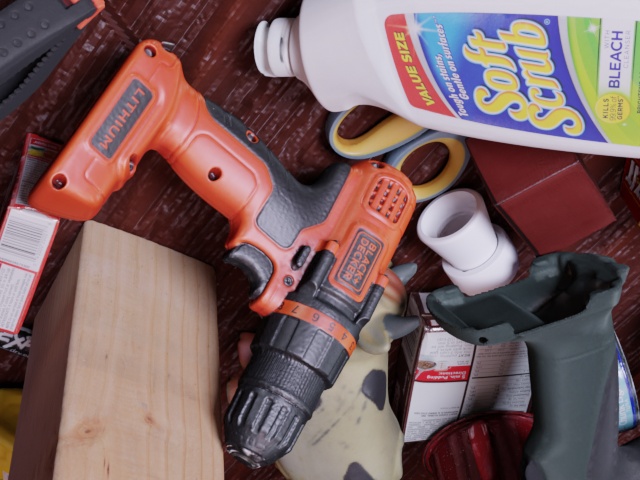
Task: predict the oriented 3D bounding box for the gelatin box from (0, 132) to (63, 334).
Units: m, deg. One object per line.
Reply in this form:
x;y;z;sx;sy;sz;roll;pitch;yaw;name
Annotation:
-0.168;-0.003;0.598;0.030;0.073;0.089;17;124;-18;gelatin box

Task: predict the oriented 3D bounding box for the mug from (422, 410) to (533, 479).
0.118;0.166;0.710;0.093;0.081;0.117;-15;136;6;mug

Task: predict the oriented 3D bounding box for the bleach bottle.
0.090;-0.089;0.535;0.251;0.068;0.102;3;125;18;bleach bottle

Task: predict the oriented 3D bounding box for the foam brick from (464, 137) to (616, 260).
0.126;-0.035;0.611;0.051;0.053;0.078;-30;144;16;foam brick

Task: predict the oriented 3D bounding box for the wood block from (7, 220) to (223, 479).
-0.113;0.094;0.594;0.090;0.206;0.091;22;120;-22;wood block

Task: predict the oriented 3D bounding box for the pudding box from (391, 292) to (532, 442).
0.100;0.086;0.720;0.090;0.039;0.113;-1;130;-9;pudding box

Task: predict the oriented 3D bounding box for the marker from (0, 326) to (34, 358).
-0.192;0.063;0.679;0.121;0.020;0.020;24;120;-22;marker

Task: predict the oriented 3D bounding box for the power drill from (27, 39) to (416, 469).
-0.054;0.001;0.559;0.187;0.184;0.057;35;155;-17;power drill

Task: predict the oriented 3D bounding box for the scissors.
0.103;-0.082;0.608;0.202;0.016;0.096;-20;128;9;scissors

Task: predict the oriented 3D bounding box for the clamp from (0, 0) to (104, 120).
-0.194;-0.057;0.544;0.210;0.164;0.036;-42;94;-1;clamp
